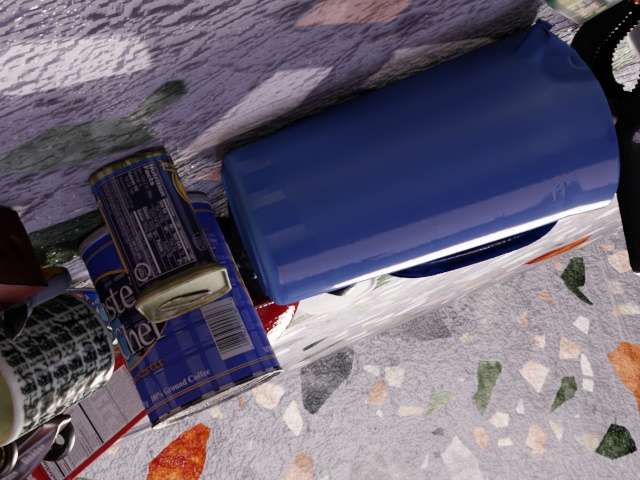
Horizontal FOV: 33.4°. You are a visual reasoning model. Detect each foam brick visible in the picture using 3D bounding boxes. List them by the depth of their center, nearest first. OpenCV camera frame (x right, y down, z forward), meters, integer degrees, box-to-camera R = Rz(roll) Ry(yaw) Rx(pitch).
[{"bbox_3d":[-0.199,0.013,0.589,0.051,0.053,0.078,-26,171,11],"label":"foam brick"}]

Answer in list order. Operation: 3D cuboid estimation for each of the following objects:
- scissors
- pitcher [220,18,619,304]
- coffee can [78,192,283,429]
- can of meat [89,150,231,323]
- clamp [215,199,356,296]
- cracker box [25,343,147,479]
[{"bbox_3d":[-0.210,0.046,0.678,0.096,0.016,0.202,-15,-171,2],"label":"scissors"},{"bbox_3d":[0.064,-0.038,0.717,0.242,0.149,0.145,-20,-176,-7],"label":"pitcher"},{"bbox_3d":[-0.101,0.051,0.769,0.102,0.140,0.103,-24,171,-4],"label":"coffee can"},{"bbox_3d":[-0.099,-0.001,0.662,0.057,0.084,0.102,-24,170,-6],"label":"can of meat"},{"bbox_3d":[-0.055,0.001,0.828,0.039,0.120,0.172,-48,-158,-29],"label":"clamp"},{"bbox_3d":[-0.268,0.185,1.008,0.165,0.072,0.213,-11,-157,48],"label":"cracker box"}]
